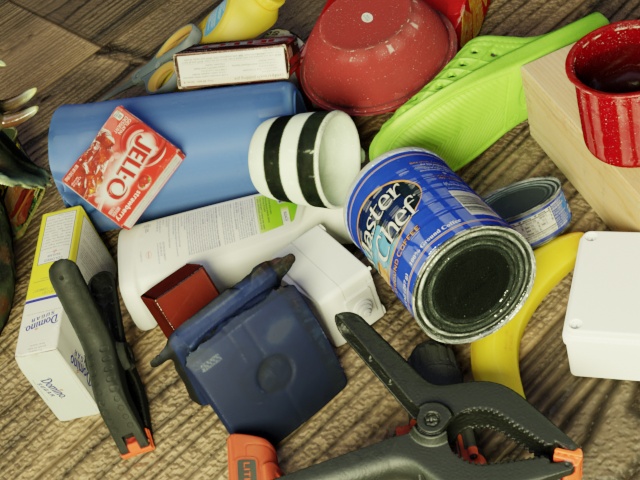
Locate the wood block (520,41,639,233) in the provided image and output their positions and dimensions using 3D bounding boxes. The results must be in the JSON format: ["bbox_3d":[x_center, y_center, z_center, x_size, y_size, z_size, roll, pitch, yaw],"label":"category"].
[{"bbox_3d":[0.262,-0.082,0.917,0.091,0.090,0.206,-24,43,-3],"label":"wood block"}]

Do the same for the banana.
[{"bbox_3d":[0.162,0.063,0.851,0.070,0.037,0.197,16,53,11],"label":"banana"}]

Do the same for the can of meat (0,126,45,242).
[{"bbox_3d":[-0.342,-0.057,1.130,0.057,0.084,0.102,-2,46,19],"label":"can of meat"}]

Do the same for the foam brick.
[{"bbox_3d":[-0.107,0.066,0.908,0.051,0.078,0.053,-35,14,-19],"label":"foam brick"}]

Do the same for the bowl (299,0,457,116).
[{"bbox_3d":[0.050,-0.198,1.043,0.162,0.055,0.162,-10,50,13],"label":"bowl"}]

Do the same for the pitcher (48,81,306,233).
[{"bbox_3d":[-0.133,-0.092,1.059,0.243,0.145,0.149,-8,78,8],"label":"pitcher"}]

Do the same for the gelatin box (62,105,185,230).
[{"bbox_3d":[-0.179,-0.066,0.976,0.073,0.030,0.089,37,88,10],"label":"gelatin box"}]

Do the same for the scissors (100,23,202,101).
[{"bbox_3d":[-0.198,-0.170,1.179,0.202,0.016,0.096,-30,40,40],"label":"scissors"}]

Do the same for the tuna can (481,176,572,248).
[{"bbox_3d":[0.169,-0.020,0.908,0.086,0.034,0.086,-23,17,7],"label":"tuna can"}]

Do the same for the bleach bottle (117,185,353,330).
[{"bbox_3d":[-0.056,0.001,0.977,0.251,0.068,0.102,-16,42,2],"label":"bleach bottle"}]

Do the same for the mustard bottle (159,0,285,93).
[{"bbox_3d":[-0.100,-0.230,1.163,0.192,0.058,0.096,-36,22,38],"label":"mustard bottle"}]

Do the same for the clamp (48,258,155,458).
[{"bbox_3d":[-0.178,0.092,0.879,0.039,0.120,0.171,-24,72,8],"label":"clamp"}]

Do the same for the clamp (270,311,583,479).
[{"bbox_3d":[0.076,0.124,0.738,0.210,0.036,0.164,4,51,17],"label":"clamp"}]

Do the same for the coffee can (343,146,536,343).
[{"bbox_3d":[0.090,0.001,0.842,0.102,0.103,0.140,-27,36,-7],"label":"coffee can"}]

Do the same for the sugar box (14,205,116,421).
[{"bbox_3d":[-0.225,0.063,0.956,0.048,0.093,0.176,-12,43,11],"label":"sugar box"}]

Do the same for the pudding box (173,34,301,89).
[{"bbox_3d":[-0.081,-0.178,1.060,0.113,0.039,0.090,-6,15,8],"label":"pudding box"}]

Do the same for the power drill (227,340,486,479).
[{"bbox_3d":[0.027,0.162,0.783,0.188,0.057,0.184,-14,43,7],"label":"power drill"}]
